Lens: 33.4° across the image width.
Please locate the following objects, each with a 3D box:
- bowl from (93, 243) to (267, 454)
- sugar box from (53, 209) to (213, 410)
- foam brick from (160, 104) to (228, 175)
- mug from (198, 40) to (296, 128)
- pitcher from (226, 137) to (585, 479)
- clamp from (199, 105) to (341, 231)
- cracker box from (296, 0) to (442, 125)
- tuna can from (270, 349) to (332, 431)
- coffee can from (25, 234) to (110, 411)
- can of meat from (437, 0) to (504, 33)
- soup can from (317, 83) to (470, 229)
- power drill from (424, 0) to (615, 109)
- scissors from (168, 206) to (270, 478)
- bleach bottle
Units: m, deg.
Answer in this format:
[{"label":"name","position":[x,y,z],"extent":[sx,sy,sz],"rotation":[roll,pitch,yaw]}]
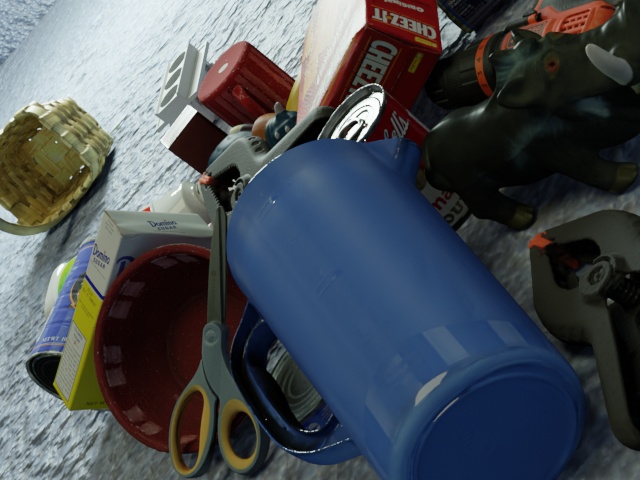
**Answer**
[{"label":"bowl","position":[-0.099,0.084,0.843],"extent":[0.162,0.055,0.162],"rotation":[-2,86,27]},{"label":"sugar box","position":[-0.158,0.061,0.909],"extent":[0.048,0.093,0.176],"rotation":[46,123,42]},{"label":"foam brick","position":[-0.123,-0.100,1.147],"extent":[0.051,0.078,0.053],"rotation":[-53,23,2]},{"label":"mug","position":[-0.073,-0.151,1.119],"extent":[0.093,0.081,0.117],"rotation":[-46,26,14]},{"label":"pitcher","position":[0.035,0.054,0.609],"extent":[0.144,0.149,0.243],"rotation":[-12,31,-16]},{"label":"clamp","position":[-0.050,-0.024,0.862],"extent":[0.210,0.036,0.164],"rotation":[9,89,62]},{"label":"cracker box","position":[0.034,-0.161,0.900],"extent":[0.213,0.072,0.164],"rotation":[-86,18,-49]},{"label":"tuna can","position":[-0.002,0.101,0.735],"extent":[0.086,0.033,0.086],"rotation":[-40,28,26]},{"label":"coffee can","position":[-0.210,0.079,1.036],"extent":[0.103,0.102,0.140],"rotation":[-26,36,44]},{"label":"can of meat","position":[0.136,-0.235,0.902],"extent":[0.084,0.057,0.102],"rotation":[-42,26,28]},{"label":"soup can","position":[0.055,-0.053,0.753],"extent":[0.069,0.102,0.068],"rotation":[-40,28,26]},{"label":"power drill","position":[0.168,-0.181,0.781],"extent":[0.185,0.057,0.187],"rotation":[-5,56,53]},{"label":"scissors","position":[-0.063,0.082,0.781],"extent":[0.096,0.016,0.202],"rotation":[17,94,33]},{"label":"bleach bottle","position":[-0.194,0.007,1.150],"extent":[0.251,0.068,0.102],"rotation":[-37,30,25]}]
